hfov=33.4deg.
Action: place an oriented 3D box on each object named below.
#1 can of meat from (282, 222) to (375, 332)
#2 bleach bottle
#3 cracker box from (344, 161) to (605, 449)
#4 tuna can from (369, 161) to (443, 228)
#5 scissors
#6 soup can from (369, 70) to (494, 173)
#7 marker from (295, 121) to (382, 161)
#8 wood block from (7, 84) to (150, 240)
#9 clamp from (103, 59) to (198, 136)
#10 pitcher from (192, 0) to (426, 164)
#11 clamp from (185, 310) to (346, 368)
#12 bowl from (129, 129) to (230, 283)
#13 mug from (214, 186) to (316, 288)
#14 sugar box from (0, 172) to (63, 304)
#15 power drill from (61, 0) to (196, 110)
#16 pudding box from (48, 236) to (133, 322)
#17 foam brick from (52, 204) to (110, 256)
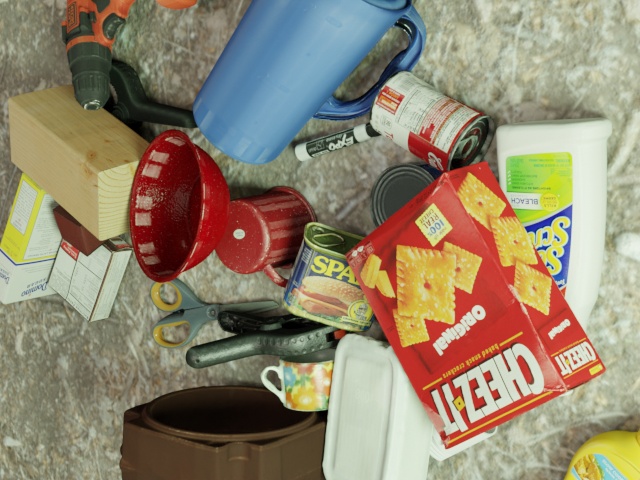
[{"bbox_3d":[0.019,0.040,1.097,0.102,0.057,0.084,18,115,-6],"label":"can of meat"},{"bbox_3d":[0.216,0.018,0.968,0.103,0.067,0.251,2,101,38],"label":"bleach bottle"},{"bbox_3d":[0.131,0.062,0.969,0.164,0.071,0.214,-40,73,46],"label":"cracker box"},{"bbox_3d":[0.093,-0.036,1.065,0.086,0.033,0.086,7,102,35],"label":"tuna can"},{"bbox_3d":[-0.136,0.069,1.261,0.202,0.016,0.096,-28,81,36],"label":"scissors"},{"bbox_3d":[0.106,-0.112,1.022,0.102,0.068,0.069,35,116,27],"label":"soup can"},{"bbox_3d":[0.025,-0.106,1.112,0.121,0.020,0.020,-15,89,37],"label":"marker"},{"bbox_3d":[-0.276,-0.097,1.251,0.206,0.090,0.091,36,132,37],"label":"wood block"},{"bbox_3d":[-0.231,-0.139,1.283,0.210,0.036,0.165,45,127,25],"label":"clamp"},{"bbox_3d":[-0.019,-0.186,1.075,0.243,0.144,0.149,-50,57,35],"label":"pitcher"},{"bbox_3d":[-0.054,0.100,1.165,0.171,0.120,0.039,-5,113,7],"label":"clamp"},{"bbox_3d":[-0.142,-0.034,1.129,0.162,0.055,0.162,-8,80,53],"label":"bowl"},{"bbox_3d":[-0.058,0.001,1.151,0.093,0.081,0.117,-38,75,34],"label":"mug"},{"bbox_3d":[-0.357,-0.007,1.362,0.048,0.093,0.176,40,118,25],"label":"sugar box"},{"bbox_3d":[-0.224,-0.260,1.219,0.188,0.057,0.184,-26,62,33],"label":"power drill"},{"bbox_3d":[-0.293,0.034,1.357,0.090,0.039,0.114,37,119,25],"label":"pudding box"},{"bbox_3d":[-0.277,-0.030,1.301,0.053,0.078,0.051,30,146,28],"label":"foam brick"}]
